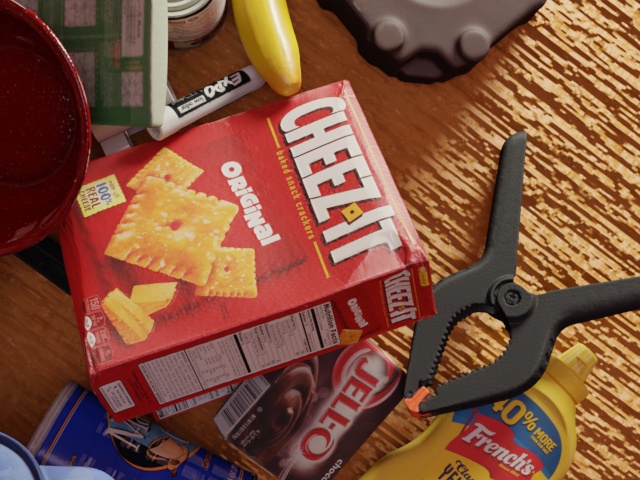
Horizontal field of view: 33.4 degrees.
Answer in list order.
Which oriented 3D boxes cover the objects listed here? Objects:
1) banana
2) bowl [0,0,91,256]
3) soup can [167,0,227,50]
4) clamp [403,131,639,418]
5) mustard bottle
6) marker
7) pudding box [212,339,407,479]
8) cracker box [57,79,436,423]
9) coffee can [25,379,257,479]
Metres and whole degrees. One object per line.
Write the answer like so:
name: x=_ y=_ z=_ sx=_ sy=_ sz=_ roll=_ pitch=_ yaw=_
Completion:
banana: x=-0.036 y=-0.194 z=0.724 sx=0.037 sy=0.070 sz=0.198 roll=5 pitch=86 yaw=-35
bowl: x=-0.202 y=-0.073 z=0.652 sx=0.162 sy=0.055 sz=0.162 roll=3 pitch=103 yaw=15
soup can: x=-0.096 y=-0.168 z=0.702 sx=0.068 sy=0.102 sz=0.068 roll=0 pitch=90 yaw=-4
clamp: x=0.140 y=0.045 z=0.719 sx=0.165 sy=0.036 sz=0.210 roll=35 pitch=80 yaw=19
mustard bottle: x=0.118 y=0.144 z=0.739 sx=0.191 sy=0.058 sz=0.096 roll=-44 pitch=85 yaw=-3
marker: x=-0.065 y=-0.100 z=0.720 sx=0.120 sy=0.020 sz=0.020 roll=-32 pitch=93 yaw=-32
pudding box: x=-0.004 y=0.108 z=0.725 sx=0.113 sy=0.039 sz=0.090 roll=-48 pitch=119 yaw=-1
cracker box: x=-0.054 y=0.001 z=0.682 sx=0.213 sy=0.072 sz=0.164 roll=-19 pitch=54 yaw=-3
coffee can: x=-0.126 y=0.168 z=0.700 sx=0.140 sy=0.103 sz=0.103 roll=28 pitch=88 yaw=-4
